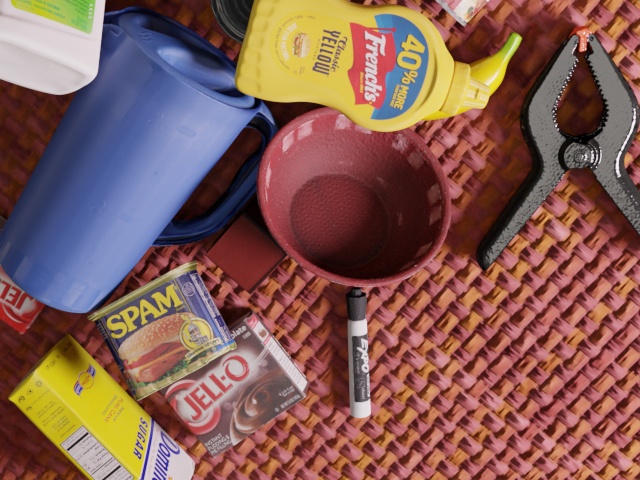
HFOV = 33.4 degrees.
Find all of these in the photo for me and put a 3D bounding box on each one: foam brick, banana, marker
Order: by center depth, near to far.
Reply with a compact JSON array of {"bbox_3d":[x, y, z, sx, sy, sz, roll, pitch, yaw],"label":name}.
[{"bbox_3d":[0.063,-0.132,0.866,0.197,0.037,0.069,-2,98,-3],"label":"banana"},{"bbox_3d":[-0.056,0.001,0.906,0.051,0.078,0.053,41,104,-5],"label":"foam brick"},{"bbox_3d":[0.034,0.100,0.954,0.020,0.020,0.121,0,106,7],"label":"marker"}]

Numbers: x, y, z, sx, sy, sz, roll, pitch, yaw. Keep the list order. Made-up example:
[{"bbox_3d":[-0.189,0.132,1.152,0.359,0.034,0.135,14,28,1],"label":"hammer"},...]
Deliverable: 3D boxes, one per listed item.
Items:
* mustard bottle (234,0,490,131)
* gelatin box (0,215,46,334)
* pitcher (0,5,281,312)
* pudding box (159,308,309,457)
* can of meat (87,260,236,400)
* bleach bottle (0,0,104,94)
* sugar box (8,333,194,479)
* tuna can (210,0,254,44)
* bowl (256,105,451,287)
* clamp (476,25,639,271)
[{"bbox_3d":[0.036,-0.135,0.815,0.191,0.058,0.096,15,101,-5],"label":"mustard bottle"},{"bbox_3d":[-0.283,0.030,0.968,0.089,0.030,0.073,37,107,-4],"label":"gelatin box"},{"bbox_3d":[-0.157,-0.055,0.883,0.149,0.144,0.243,45,112,18],"label":"pitcher"},{"bbox_3d":[-0.080,0.130,0.967,0.114,0.039,0.090,-36,98,15],"label":"pudding box"},{"bbox_3d":[-0.134,0.078,0.916,0.102,0.057,0.084,-28,89,7],"label":"can of meat"},{"bbox_3d":[-0.204,-0.240,0.787,0.068,0.102,0.251,-16,66,44],"label":"bleach bottle"},{"bbox_3d":[-0.193,0.173,0.967,0.176,0.093,0.048,45,106,-8],"label":"sugar box"},{"bbox_3d":[-0.046,-0.200,0.868,0.086,0.033,0.086,2,107,7],"label":"tuna can"},{"bbox_3d":[0.022,-0.028,0.874,0.162,0.055,0.162,5,65,-12],"label":"bowl"},{"bbox_3d":[0.221,-0.066,0.872,0.164,0.036,0.210,6,107,6],"label":"clamp"}]
